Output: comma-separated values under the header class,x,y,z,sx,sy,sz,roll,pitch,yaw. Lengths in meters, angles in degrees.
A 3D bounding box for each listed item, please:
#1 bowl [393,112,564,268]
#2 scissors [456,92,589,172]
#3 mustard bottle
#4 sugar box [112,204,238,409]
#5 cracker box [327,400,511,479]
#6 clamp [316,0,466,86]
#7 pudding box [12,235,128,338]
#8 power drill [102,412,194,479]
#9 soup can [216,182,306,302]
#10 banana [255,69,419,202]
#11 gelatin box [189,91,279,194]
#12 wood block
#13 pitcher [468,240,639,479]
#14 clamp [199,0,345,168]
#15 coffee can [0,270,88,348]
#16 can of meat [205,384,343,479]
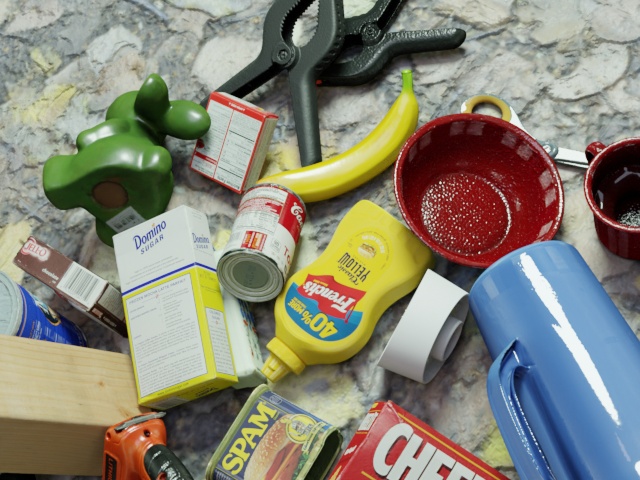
class,x,y,z,sx,sy,sz,roll,pitch,yaw
bowl,0.142,-0.037,0.998,0.162,0.055,0.162,3,64,-7
scissors,0.215,-0.104,1.045,0.202,0.016,0.096,0,66,17
mustard bottle,0.014,0.058,1.010,0.096,0.058,0.191,39,82,23
sugar box,-0.140,0.064,1.021,0.093,0.048,0.176,-22,65,23
cracker box,0.062,0.261,0.858,0.164,0.072,0.213,33,78,0
clamp,0.058,-0.225,1.138,0.171,0.039,0.120,-22,59,7
pudding box,-0.244,0.047,1.080,0.114,0.090,0.039,30,79,26
power drill,-0.124,0.254,0.931,0.057,0.184,0.188,-13,36,-38
soup can,-0.057,0.001,1.032,0.069,0.068,0.102,-2,40,17
banana,0.029,-0.087,1.074,0.198,0.037,0.069,-38,96,2
gelatin box,-0.091,-0.101,1.114,0.073,0.030,0.089,26,107,26
wood block,-0.260,0.149,0.960,0.091,0.205,0.090,-41,58,22
pitcher,0.208,0.122,0.873,0.145,0.149,0.243,-26,58,4
clamp,-0.040,-0.189,1.122,0.165,0.036,0.210,22,97,27
coffee can,-0.305,0.099,1.045,0.103,0.140,0.103,-7,64,14
can of meat,-0.040,0.195,0.964,0.084,0.057,0.102,25,72,24
